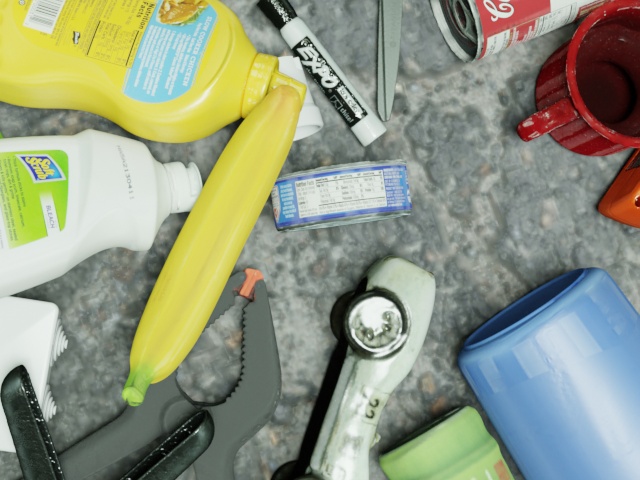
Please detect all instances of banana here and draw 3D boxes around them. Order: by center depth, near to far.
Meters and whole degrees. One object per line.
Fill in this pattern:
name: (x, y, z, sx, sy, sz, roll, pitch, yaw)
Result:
banana: (-0.061, 0.003, 0.617, 0.037, 0.070, 0.198, 27, 84, -18)

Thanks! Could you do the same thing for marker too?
marker: (-0.001, -0.114, 0.688, 0.020, 0.020, 0.121, -37, 92, -8)

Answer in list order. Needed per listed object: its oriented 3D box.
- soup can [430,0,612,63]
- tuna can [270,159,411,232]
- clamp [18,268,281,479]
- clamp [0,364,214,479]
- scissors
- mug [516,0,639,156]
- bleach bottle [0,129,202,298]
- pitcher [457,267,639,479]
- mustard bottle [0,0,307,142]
soup can: (0.130, -0.163, 0.685, 0.102, 0.068, 0.068, -23, 90, -9)
tuna can: (0.012, -0.027, 0.652, 0.086, 0.086, 0.034, -7, 89, -8)
clamp: (-0.076, 0.119, 0.656, 0.164, 0.036, 0.210, 32, 84, -4)
clamp: (-0.128, 0.158, 0.610, 0.120, 0.039, 0.171, 8, 103, -4)
scissors: (0.031, -0.187, 0.699, 0.096, 0.016, 0.202, 19, 85, -5)
mug: (0.177, -0.093, 0.679, 0.117, 0.081, 0.093, -30, 90, -8)
bleach bottle: (-0.187, -0.006, 0.599, 0.250, 0.068, 0.102, -10, 78, -23)
pitcher: (0.198, 0.137, 0.656, 0.145, 0.149, 0.243, -34, 88, 7)
mustard bottle: (-0.102, -0.109, 0.638, 0.191, 0.058, 0.096, 15, 65, 3)
